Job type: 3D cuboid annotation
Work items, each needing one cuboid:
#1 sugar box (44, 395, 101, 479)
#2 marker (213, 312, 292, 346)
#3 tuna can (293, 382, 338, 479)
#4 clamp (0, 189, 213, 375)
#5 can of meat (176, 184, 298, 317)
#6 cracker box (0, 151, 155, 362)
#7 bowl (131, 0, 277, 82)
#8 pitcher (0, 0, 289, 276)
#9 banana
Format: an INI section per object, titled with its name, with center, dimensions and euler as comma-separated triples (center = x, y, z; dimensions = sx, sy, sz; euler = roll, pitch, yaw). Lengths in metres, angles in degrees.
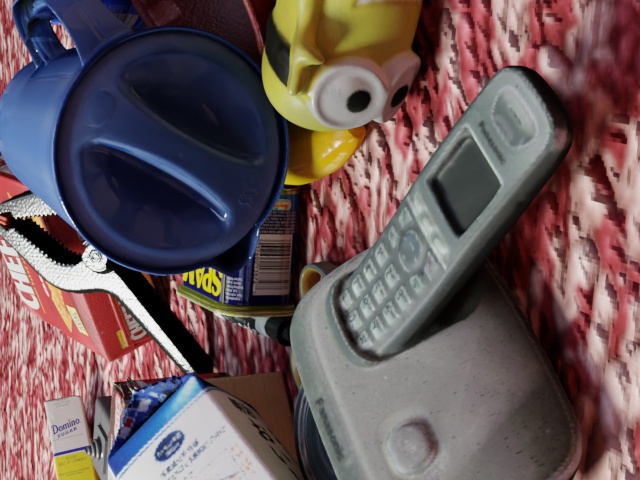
[sugar box]
center = -0.247, 0.258, 1.107
dimensions = 0.093, 0.048, 0.176
euler = 99, 158, -57
[marker]
center = -0.045, 0.054, 0.735
dimensions = 0.121, 0.020, 0.020
euler = 13, 104, 63
[tuna can]
center = 0.022, 0.100, 0.558
dimensions = 0.086, 0.033, 0.086
euler = -8, 81, 55
[clamp]
center = -0.157, -0.002, 0.818
dimensions = 0.210, 0.036, 0.165
euler = 25, 116, 12
[can of meat]
center = -0.055, 0.001, 0.712
dimensions = 0.102, 0.057, 0.084
euler = 16, 103, 61
[cracker box]
center = -0.235, 0.004, 0.974
dimensions = 0.214, 0.072, 0.164
euler = 15, 127, 54
[bowl]
center = -0.064, -0.161, 0.627
dimensions = 0.162, 0.055, 0.162
euler = 44, 158, 23
[pitcher]
center = -0.132, -0.073, 0.663
dimensions = 0.243, 0.144, 0.149
euler = 19, 100, 61
[banana]
center = -0.030, -0.072, 0.676
dimensions = 0.198, 0.037, 0.070
euler = 43, 131, 55
